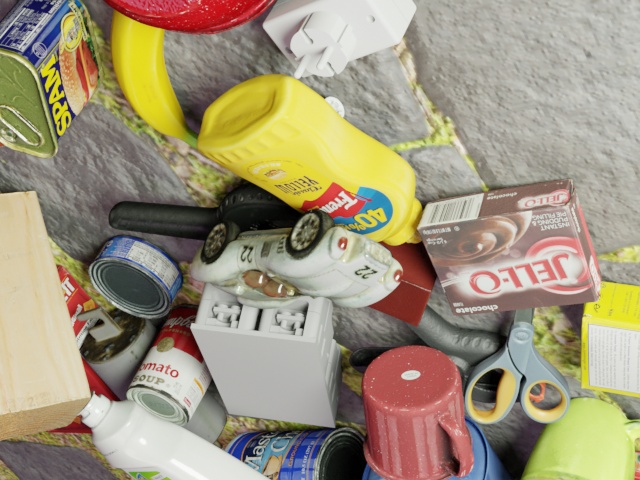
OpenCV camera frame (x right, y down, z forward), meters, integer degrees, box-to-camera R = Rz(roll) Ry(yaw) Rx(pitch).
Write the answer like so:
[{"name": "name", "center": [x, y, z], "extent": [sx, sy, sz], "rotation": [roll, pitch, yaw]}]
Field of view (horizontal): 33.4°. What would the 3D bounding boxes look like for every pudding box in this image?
[{"name": "pudding box", "center": [0.138, 0.007, 0.774], "extent": [0.114, 0.039, 0.090], "rotation": [-7, 126, 28]}]

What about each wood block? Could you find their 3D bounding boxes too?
[{"name": "wood block", "center": [-0.287, 0.069, 0.977], "extent": [0.090, 0.206, 0.091], "rotation": [-8, 158, -31]}]

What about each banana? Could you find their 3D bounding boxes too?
[{"name": "banana", "center": [-0.117, -0.141, 0.766], "extent": [0.069, 0.037, 0.198], "rotation": [2, 143, 0]}]

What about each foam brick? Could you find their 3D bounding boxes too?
[{"name": "foam brick", "center": [0.054, 0.022, 0.848], "extent": [0.078, 0.051, 0.053], "rotation": [22, 143, 5]}]

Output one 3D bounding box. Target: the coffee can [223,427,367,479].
[{"name": "coffee can", "center": [-0.025, 0.253, 1.138], "extent": [0.141, 0.102, 0.102], "rotation": [-11, 130, 39]}]

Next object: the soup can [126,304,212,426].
[{"name": "soup can", "center": [-0.138, 0.123, 1.045], "extent": [0.068, 0.102, 0.068], "rotation": [17, 143, 13]}]

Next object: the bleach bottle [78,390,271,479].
[{"name": "bleach bottle", "center": [-0.122, 0.225, 1.023], "extent": [0.250, 0.068, 0.103], "rotation": [39, 139, -16]}]

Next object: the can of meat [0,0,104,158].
[{"name": "can of meat", "center": [-0.208, -0.127, 0.793], "extent": [0.057, 0.083, 0.102], "rotation": [16, 143, 13]}]

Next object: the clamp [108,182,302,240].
[{"name": "clamp", "center": [-0.056, 0.001, 0.900], "extent": [0.210, 0.036, 0.164], "rotation": [-13, 138, 37]}]

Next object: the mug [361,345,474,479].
[{"name": "mug", "center": [0.084, 0.147, 0.876], "extent": [0.117, 0.093, 0.081], "rotation": [42, 150, 47]}]

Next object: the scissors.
[{"name": "scissors", "center": [0.177, 0.083, 0.856], "extent": [0.096, 0.016, 0.202], "rotation": [18, 129, -4]}]

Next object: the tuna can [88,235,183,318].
[{"name": "tuna can", "center": [-0.175, 0.034, 1.015], "extent": [0.086, 0.033, 0.086], "rotation": [16, 143, 13]}]

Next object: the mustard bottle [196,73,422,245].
[{"name": "mustard bottle", "center": [0.011, -0.046, 0.762], "extent": [0.096, 0.058, 0.191], "rotation": [-15, 145, 43]}]

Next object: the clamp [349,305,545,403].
[{"name": "clamp", "center": [0.108, 0.104, 0.926], "extent": [0.171, 0.039, 0.120], "rotation": [28, 144, -3]}]
